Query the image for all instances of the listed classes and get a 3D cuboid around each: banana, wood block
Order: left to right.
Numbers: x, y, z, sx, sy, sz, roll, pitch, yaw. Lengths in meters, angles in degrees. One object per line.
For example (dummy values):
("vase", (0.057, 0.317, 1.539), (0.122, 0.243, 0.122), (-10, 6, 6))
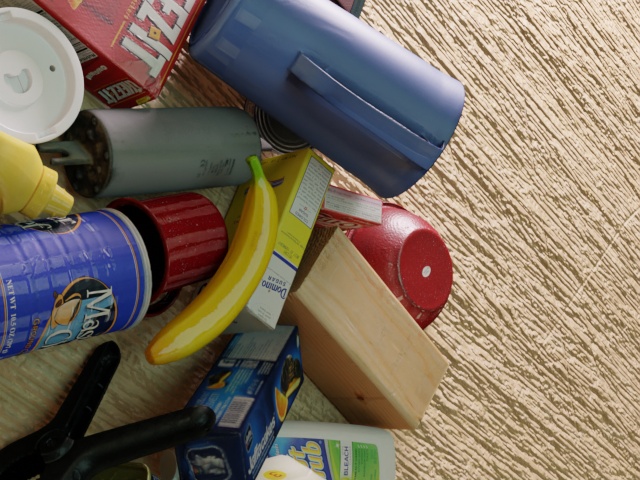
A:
("banana", (-0.082, 0.027, 0.909), (0.069, 0.037, 0.197), (34, 72, -29))
("wood block", (0.026, 0.091, 1.069), (0.206, 0.091, 0.090), (51, 53, -27))

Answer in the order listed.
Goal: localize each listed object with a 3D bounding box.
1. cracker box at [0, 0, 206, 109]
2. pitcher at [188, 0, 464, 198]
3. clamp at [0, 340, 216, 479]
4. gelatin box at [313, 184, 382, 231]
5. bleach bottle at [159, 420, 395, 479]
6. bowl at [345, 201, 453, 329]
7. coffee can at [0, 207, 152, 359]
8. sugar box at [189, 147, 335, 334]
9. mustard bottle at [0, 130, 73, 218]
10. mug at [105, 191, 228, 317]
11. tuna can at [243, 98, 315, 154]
("cracker box", (-0.201, -0.241, 0.915), (0.213, 0.072, 0.164), (40, 58, -33))
("pitcher", (0.006, -0.149, 0.976), (0.242, 0.149, 0.145), (31, 59, -21))
("clamp", (-0.190, 0.167, 0.820), (0.209, 0.165, 0.036), (-43, 127, -29))
("gelatin box", (0.007, -0.031, 1.082), (0.089, 0.073, 0.030), (13, 74, -42))
("bleach bottle", (-0.039, 0.221, 1.007), (0.250, 0.068, 0.102), (10, 80, -40))
("bowl", (0.096, 0.034, 1.171), (0.161, 0.055, 0.162), (8, 79, -43))
("coffee can", (-0.218, 0.034, 0.833), (0.140, 0.103, 0.103), (-12, 92, -44))
("sugar box", (-0.057, 0.001, 1.001), (0.048, 0.094, 0.176), (41, 57, -31))
("mustard bottle", (-0.269, -0.067, 0.783), (0.191, 0.096, 0.058), (29, 68, -26))
("mug", (-0.137, 0.013, 0.934), (0.081, 0.093, 0.117), (-16, 124, -49))
("tuna can", (-0.033, -0.128, 1.068), (0.086, 0.034, 0.086), (-4, 99, -28))
